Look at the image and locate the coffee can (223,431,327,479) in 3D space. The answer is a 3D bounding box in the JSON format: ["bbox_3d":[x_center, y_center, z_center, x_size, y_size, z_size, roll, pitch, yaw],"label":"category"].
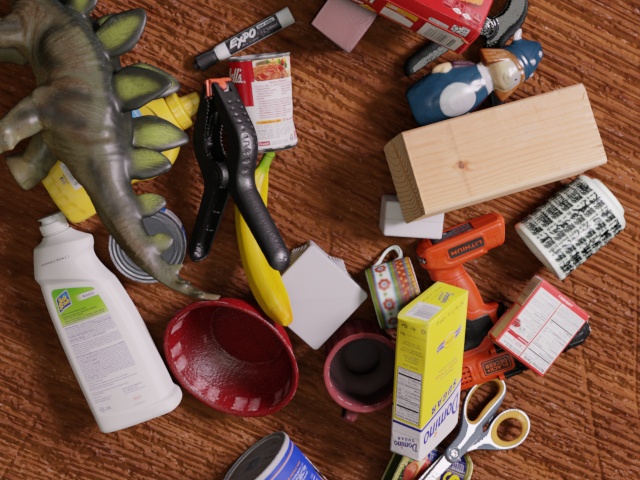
[{"bbox_3d":[-0.034,0.307,1.239,0.103,0.103,0.140,-40,101,6],"label":"coffee can"}]

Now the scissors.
[{"bbox_3d":[0.172,0.251,1.236,0.096,0.016,0.201,33,72,-3],"label":"scissors"}]

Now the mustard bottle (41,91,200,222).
[{"bbox_3d":[-0.212,-0.106,1.163,0.191,0.058,0.096,-31,95,4],"label":"mustard bottle"}]

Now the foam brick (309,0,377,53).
[{"bbox_3d":[0.023,-0.237,1.138,0.053,0.078,0.051,36,99,-10],"label":"foam brick"}]

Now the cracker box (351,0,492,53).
[{"bbox_3d":[0.118,-0.324,1.090,0.164,0.072,0.213,25,77,-8],"label":"cracker box"}]

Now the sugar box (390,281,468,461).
[{"bbox_3d":[0.119,0.144,1.170,0.048,0.093,0.176,15,119,32],"label":"sugar box"}]

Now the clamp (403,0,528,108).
[{"bbox_3d":[0.165,-0.232,1.166,0.120,0.039,0.171,13,104,-11],"label":"clamp"}]

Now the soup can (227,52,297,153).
[{"bbox_3d":[-0.062,-0.150,1.157,0.068,0.068,0.102,-6,103,-2],"label":"soup can"}]

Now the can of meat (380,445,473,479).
[{"bbox_3d":[0.121,0.289,1.267,0.084,0.057,0.102,23,99,-5],"label":"can of meat"}]

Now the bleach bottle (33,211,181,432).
[{"bbox_3d":[-0.248,0.085,1.201,0.102,0.068,0.251,-20,100,4],"label":"bleach bottle"}]

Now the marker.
[{"bbox_3d":[-0.085,-0.218,1.166,0.121,0.020,0.020,-28,102,3],"label":"marker"}]

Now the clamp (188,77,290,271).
[{"bbox_3d":[-0.092,-0.066,1.135,0.036,0.165,0.210,-13,108,-41],"label":"clamp"}]

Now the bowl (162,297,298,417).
[{"bbox_3d":[-0.093,0.120,1.201,0.162,0.055,0.162,11,125,15],"label":"bowl"}]

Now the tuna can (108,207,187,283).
[{"bbox_3d":[-0.193,0.003,1.200,0.086,0.034,0.086,-1,102,-3],"label":"tuna can"}]

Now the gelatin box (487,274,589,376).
[{"bbox_3d":[0.243,0.095,1.190,0.073,0.030,0.089,36,95,-15],"label":"gelatin box"}]

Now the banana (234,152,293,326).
[{"bbox_3d":[-0.066,0.003,1.174,0.037,0.070,0.198,-2,75,-26],"label":"banana"}]

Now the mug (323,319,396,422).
[{"bbox_3d":[0.045,0.150,1.220,0.093,0.081,0.117,11,101,-5],"label":"mug"}]

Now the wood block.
[{"bbox_3d":[0.185,-0.093,1.144,0.206,0.090,0.091,-16,87,-10],"label":"wood block"}]

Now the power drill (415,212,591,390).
[{"bbox_3d":[0.201,0.067,1.222,0.184,0.057,0.187,-21,102,0],"label":"power drill"}]
